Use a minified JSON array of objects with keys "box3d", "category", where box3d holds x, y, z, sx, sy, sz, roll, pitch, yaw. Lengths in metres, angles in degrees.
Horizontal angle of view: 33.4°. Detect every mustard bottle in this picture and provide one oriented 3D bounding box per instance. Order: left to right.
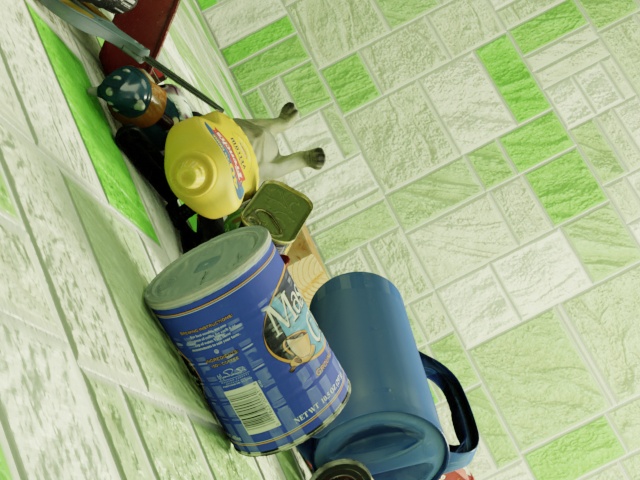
[{"box3d":[-0.105,-0.070,1.000,0.191,0.058,0.096,-58,126,-79],"category":"mustard bottle"}]

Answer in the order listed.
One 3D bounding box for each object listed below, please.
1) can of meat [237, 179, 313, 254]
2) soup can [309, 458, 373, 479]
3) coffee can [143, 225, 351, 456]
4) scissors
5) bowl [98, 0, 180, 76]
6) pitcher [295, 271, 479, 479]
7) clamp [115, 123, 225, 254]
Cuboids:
[{"box3d":[-0.057,0.001,1.055,0.057,0.084,0.102,28,31,0],"category":"can of meat"},{"box3d":[0.034,0.261,1.001,0.102,0.068,0.068,61,3,-40],"category":"soup can"},{"box3d":[-0.053,0.074,0.796,0.140,0.103,0.103,62,3,-18],"category":"coffee can"},{"box3d":[-0.180,-0.177,0.970,0.202,0.016,0.096,38,14,7],"category":"scissors"},{"box3d":[-0.185,-0.219,1.094,0.055,0.162,0.162,22,15,-13],"category":"bowl"},{"box3d":[0.059,0.145,1.110,0.149,0.145,0.243,49,19,-31],"category":"pitcher"},{"box3d":[-0.126,-0.022,1.046,0.164,0.036,0.210,64,6,10],"category":"clamp"}]
